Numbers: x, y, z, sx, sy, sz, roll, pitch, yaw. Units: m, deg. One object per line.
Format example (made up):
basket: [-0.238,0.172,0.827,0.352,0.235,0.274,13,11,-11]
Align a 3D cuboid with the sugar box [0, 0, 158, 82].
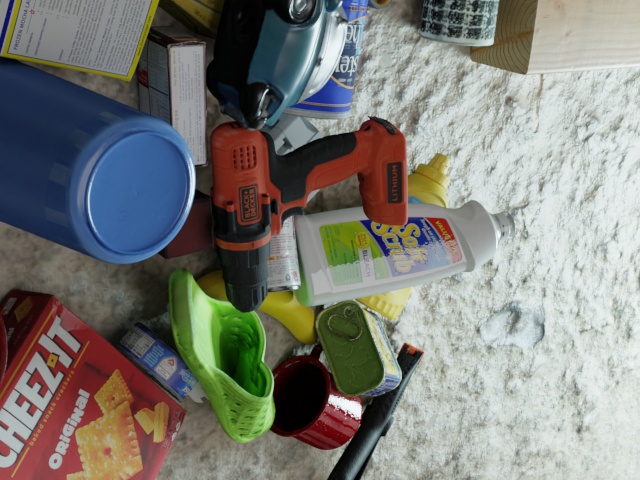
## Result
sugar box: [-0.221,-0.188,0.835,0.176,0.048,0.093,9,119,-29]

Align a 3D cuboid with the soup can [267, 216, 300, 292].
soup can: [-0.057,0.001,1.062,0.068,0.069,0.102,-4,87,-38]

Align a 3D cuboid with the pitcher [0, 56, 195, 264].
pitcher: [-0.203,-0.058,0.826,0.148,0.243,0.145,-10,112,-43]

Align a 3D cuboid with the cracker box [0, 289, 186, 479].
cracker box: [-0.234,0.172,0.978,0.213,0.072,0.164,51,53,-40]

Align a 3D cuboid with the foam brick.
foam brick: [-0.142,-0.023,1.000,0.052,0.078,0.051,-15,118,-31]

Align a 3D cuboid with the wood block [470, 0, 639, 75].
wood block: [0.283,-0.248,1.239,0.205,0.091,0.090,-10,114,-36]

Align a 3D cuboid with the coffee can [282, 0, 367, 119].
coffee can: [-0.011,-0.195,1.016,0.102,0.103,0.140,-3,110,-38]

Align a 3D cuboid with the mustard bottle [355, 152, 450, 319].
mustard bottle: [0.092,-0.013,1.205,0.096,0.058,0.191,32,87,-32]

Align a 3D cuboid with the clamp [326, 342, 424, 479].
clamp: [0.063,0.216,1.253,0.210,0.036,0.164,-62,170,-7]

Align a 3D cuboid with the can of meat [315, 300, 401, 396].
can of meat: [0.044,0.122,1.183,0.057,0.102,0.083,-25,163,14]

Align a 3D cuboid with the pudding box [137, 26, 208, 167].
pudding box: [-0.132,-0.128,0.953,0.039,0.090,0.113,-11,114,-25]

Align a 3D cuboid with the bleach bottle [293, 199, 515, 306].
bleach bottle: [0.090,-0.001,1.141,0.250,0.068,0.102,-12,89,-17]

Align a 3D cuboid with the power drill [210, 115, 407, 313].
power drill: [-0.011,-0.032,0.991,0.187,0.057,0.184,-14,119,-23]

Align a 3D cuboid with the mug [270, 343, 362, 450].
mug: [-0.004,0.174,1.193,0.081,0.093,0.117,37,60,-46]

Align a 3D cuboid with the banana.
banana: [-0.065,0.067,1.131,0.197,0.037,0.070,17,125,-39]

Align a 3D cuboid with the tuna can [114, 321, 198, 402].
tuna can: [-0.157,0.118,1.041,0.033,0.086,0.086,-50,131,-13]
